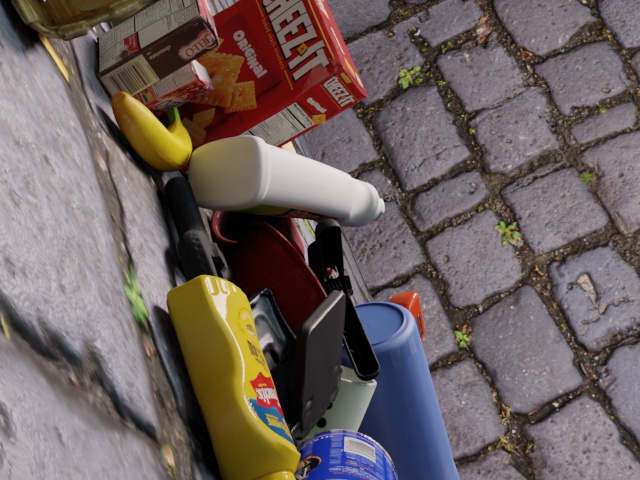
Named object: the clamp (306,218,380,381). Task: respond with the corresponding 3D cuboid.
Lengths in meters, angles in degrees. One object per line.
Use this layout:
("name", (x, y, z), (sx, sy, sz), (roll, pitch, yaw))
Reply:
("clamp", (0.012, 0.040, 1.116), (0.210, 0.036, 0.164), (-128, -158, -73))

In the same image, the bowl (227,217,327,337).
("bowl", (-0.048, 0.059, 1.073), (0.162, 0.055, 0.162), (48, -20, 23))

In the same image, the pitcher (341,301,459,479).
("pitcher", (0.069, 0.192, 1.219), (0.144, 0.149, 0.243), (-62, 143, -56))

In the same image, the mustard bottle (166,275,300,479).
("mustard bottle", (-0.059, 0.124, 0.798), (0.096, 0.058, 0.192), (55, 12, -60))

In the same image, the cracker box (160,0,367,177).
("cracker box", (-0.078, -0.180, 1.175), (0.072, 0.214, 0.164), (40, 25, -57))

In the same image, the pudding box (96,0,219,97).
("pudding box", (-0.152, -0.185, 0.990), (0.039, 0.113, 0.090), (58, 8, -34))

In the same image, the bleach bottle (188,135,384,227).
("bleach bottle", (-0.014, -0.050, 1.096), (0.250, 0.103, 0.068), (10, 79, -49))

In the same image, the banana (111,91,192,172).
("banana", (-0.154, -0.097, 1.004), (0.069, 0.037, 0.197), (59, 5, 0))

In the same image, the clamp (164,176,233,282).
("clamp", (-0.101, 0.025, 0.963), (0.120, 0.039, 0.171), (59, 7, -33))

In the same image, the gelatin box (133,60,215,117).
("gelatin box", (-0.152, -0.155, 1.090), (0.089, 0.073, 0.030), (-22, 88, -86))

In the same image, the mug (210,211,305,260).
("mug", (-0.058, 0.001, 1.185), (0.117, 0.093, 0.081), (27, -29, 39))

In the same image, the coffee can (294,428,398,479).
("coffee can", (0.014, 0.220, 0.855), (0.140, 0.103, 0.103), (-76, 141, -83))
